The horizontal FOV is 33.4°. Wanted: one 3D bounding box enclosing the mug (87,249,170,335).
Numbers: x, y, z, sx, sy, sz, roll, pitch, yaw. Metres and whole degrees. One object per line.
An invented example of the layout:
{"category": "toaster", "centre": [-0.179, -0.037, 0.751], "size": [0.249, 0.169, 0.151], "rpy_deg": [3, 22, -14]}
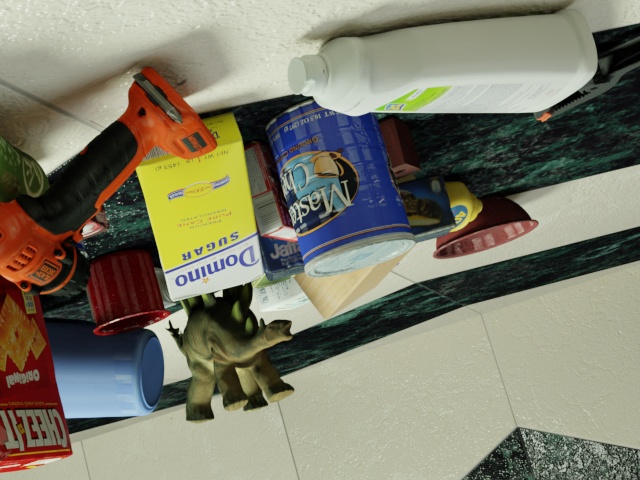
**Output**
{"category": "mug", "centre": [-0.240, 0.064, 1.280], "size": [0.093, 0.081, 0.117], "rpy_deg": [-7, 165, -38]}

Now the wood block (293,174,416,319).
{"category": "wood block", "centre": [0.045, 0.001, 1.242], "size": [0.090, 0.090, 0.206], "rpy_deg": [-31, 168, -29]}

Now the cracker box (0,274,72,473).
{"category": "cracker box", "centre": [-0.353, 0.141, 1.162], "size": [0.072, 0.214, 0.164], "rpy_deg": [-19, 168, 11]}

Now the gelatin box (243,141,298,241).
{"category": "gelatin box", "centre": [-0.042, -0.046, 1.021], "size": [0.030, 0.089, 0.073], "rpy_deg": [-22, 167, 21]}

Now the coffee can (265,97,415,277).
{"category": "coffee can", "centre": [0.017, -0.049, 0.963], "size": [0.102, 0.140, 0.103], "rpy_deg": [-15, 168, -4]}

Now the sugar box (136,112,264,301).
{"category": "sugar box", "centre": [-0.106, -0.025, 0.949], "size": [0.093, 0.048, 0.176], "rpy_deg": [-15, 135, -7]}

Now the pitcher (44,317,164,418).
{"category": "pitcher", "centre": [-0.324, 0.158, 1.353], "size": [0.243, 0.149, 0.145], "rpy_deg": [0, 163, 10]}

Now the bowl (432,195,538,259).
{"category": "bowl", "centre": [0.234, -0.024, 1.566], "size": [0.162, 0.055, 0.162], "rpy_deg": [-15, 168, -4]}

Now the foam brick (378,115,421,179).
{"category": "foam brick", "centre": [0.053, -0.084, 1.067], "size": [0.078, 0.051, 0.053], "rpy_deg": [-21, 168, 21]}

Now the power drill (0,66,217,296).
{"category": "power drill", "centre": [-0.165, -0.034, 0.808], "size": [0.187, 0.057, 0.184], "rpy_deg": [-45, 170, -4]}

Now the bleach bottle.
{"category": "bleach bottle", "centre": [0.094, -0.139, 0.851], "size": [0.250, 0.068, 0.103], "rpy_deg": [-7, 165, -29]}
